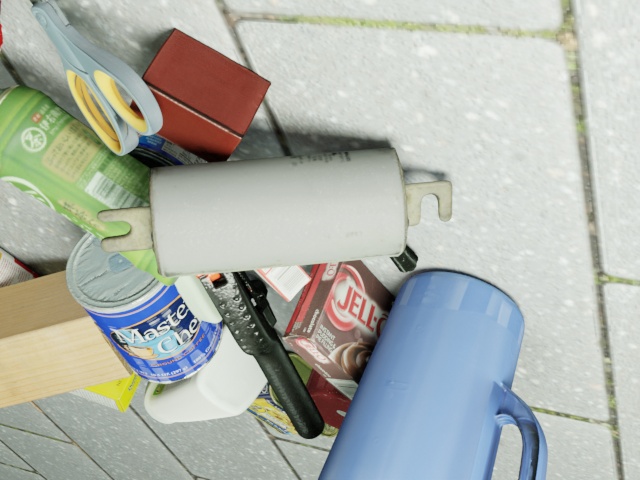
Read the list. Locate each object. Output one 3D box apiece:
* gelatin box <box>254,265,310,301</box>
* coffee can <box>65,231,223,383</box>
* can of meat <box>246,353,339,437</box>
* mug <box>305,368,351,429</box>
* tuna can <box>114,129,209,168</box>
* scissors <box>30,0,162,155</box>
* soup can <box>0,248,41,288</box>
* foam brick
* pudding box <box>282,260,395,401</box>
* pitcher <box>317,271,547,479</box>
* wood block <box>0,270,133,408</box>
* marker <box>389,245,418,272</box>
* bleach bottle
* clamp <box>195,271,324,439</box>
[{"bbox_3d":[-0.056,0.001,0.867,0.089,0.030,0.073,49,173,-38],"label":"gelatin box"},{"bbox_3d":[-0.160,0.056,0.989,0.103,0.102,0.140,10,149,23],"label":"coffee can"},{"bbox_3d":[-0.034,0.167,1.136,0.102,0.057,0.084,39,150,-25],"label":"can of meat"},{"bbox_3d":[0.034,0.134,1.004,0.093,0.081,0.117,15,150,15],"label":"mug"},{"bbox_3d":[-0.128,-0.060,0.841,0.086,0.033,0.086,18,151,10],"label":"tuna can"},{"bbox_3d":[-0.162,-0.139,0.685,0.096,0.016,0.201,13,137,46],"label":"scissors"},{"bbox_3d":[-0.349,0.045,1.143,0.102,0.068,0.069,41,147,-29],"label":"soup can"},{"bbox_3d":[-0.084,-0.096,0.731,0.078,0.051,0.053,29,152,-10],"label":"foam brick"},{"bbox_3d":[0.025,0.074,0.900,0.039,0.090,0.113,0,144,39],"label":"pudding box"},{"bbox_3d":[0.088,0.150,0.823,0.149,0.242,0.145,26,152,-5],"label":"pitcher"},{"bbox_3d":[-0.296,0.102,1.086,0.206,0.091,0.090,-15,128,13],"label":"wood block"},{"bbox_3d":[0.039,-0.014,0.815,0.020,0.020,0.121,-5,141,41],"label":"marker"},{"bbox_3d":[-0.131,0.146,1.146,0.068,0.102,0.251,39,155,-13],"label":"bleach bottle"},{"bbox_3d":[-0.053,0.072,0.875,0.036,0.165,0.210,-27,155,1],"label":"clamp"}]
